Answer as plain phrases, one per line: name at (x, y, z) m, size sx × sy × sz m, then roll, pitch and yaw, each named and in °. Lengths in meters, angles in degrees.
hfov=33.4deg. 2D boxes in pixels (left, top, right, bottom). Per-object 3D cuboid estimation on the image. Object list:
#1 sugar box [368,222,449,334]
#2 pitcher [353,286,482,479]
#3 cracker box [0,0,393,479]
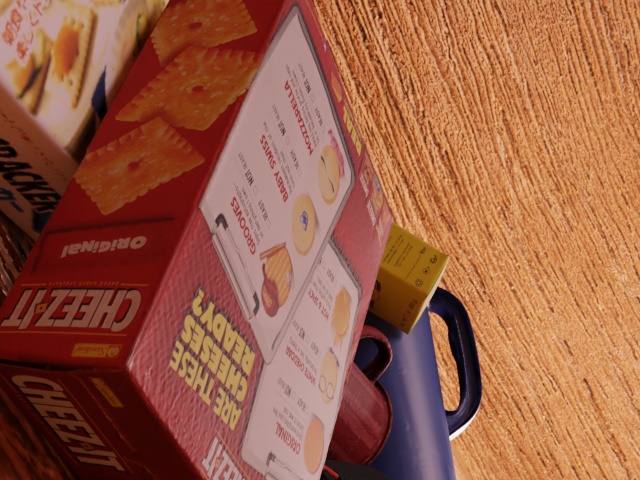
sugar box at (0.010, 0.000, 0.837) m, size 0.176 × 0.048 × 0.093 m, roll 29°, pitch -24°, yaw 8°
pitcher at (0.051, 0.127, 0.894) m, size 0.144 × 0.149 × 0.243 m, roll 45°, pitch 27°, yaw -48°
cracker box at (-0.040, 0.013, 0.463) m, size 0.164 × 0.072 × 0.213 m, roll 66°, pitch 33°, yaw -44°
